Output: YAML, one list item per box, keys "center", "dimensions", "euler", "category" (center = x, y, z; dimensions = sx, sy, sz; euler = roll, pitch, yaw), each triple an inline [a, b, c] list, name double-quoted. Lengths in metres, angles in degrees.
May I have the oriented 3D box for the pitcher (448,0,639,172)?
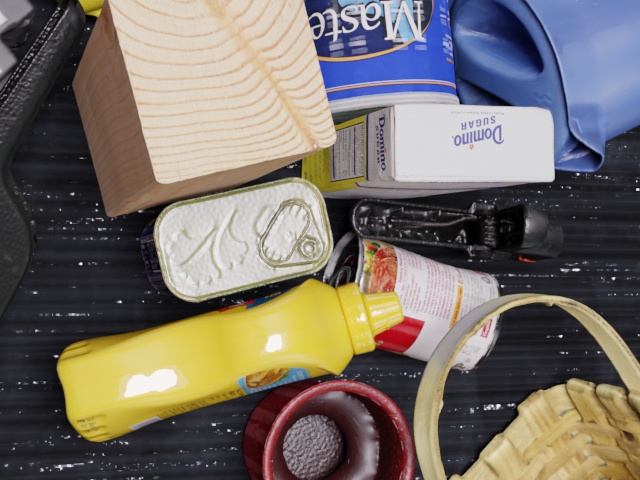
- center: [0.206, -0.151, 0.715]
  dimensions: [0.242, 0.145, 0.149]
  euler: [-22, 106, -20]
  category: "pitcher"

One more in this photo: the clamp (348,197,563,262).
- center: [0.111, -0.005, 0.663]
  dimensions: [0.171, 0.120, 0.039]
  euler: [4, 95, -51]
  category: "clamp"

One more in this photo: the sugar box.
- center: [0.056, -0.050, 0.629]
  dimensions: [0.093, 0.176, 0.048]
  euler: [-1, 88, -17]
  category: "sugar box"

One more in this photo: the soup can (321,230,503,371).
- center: [0.057, 0.040, 0.683]
  dimensions: [0.102, 0.069, 0.068]
  euler: [17, 83, -16]
  category: "soup can"

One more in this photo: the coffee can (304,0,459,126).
- center: [0.029, -0.145, 0.664]
  dimensions: [0.102, 0.103, 0.140]
  euler: [-5, 89, -17]
  category: "coffee can"

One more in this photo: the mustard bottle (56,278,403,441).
- center: [-0.046, 0.063, 0.611]
  dimensions: [0.191, 0.096, 0.058]
  euler: [-15, 78, -1]
  category: "mustard bottle"

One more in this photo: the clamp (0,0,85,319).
- center: [-0.214, -0.032, 0.574]
  dimensions: [0.164, 0.036, 0.210]
  euler: [0, 108, -21]
  category: "clamp"

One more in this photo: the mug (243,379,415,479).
- center: [-0.001, 0.141, 0.653]
  dimensions: [0.093, 0.082, 0.117]
  euler: [5, 86, -17]
  category: "mug"

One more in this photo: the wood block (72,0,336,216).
- center: [-0.073, -0.072, 0.576]
  dimensions: [0.090, 0.206, 0.091]
  euler: [-14, 91, -18]
  category: "wood block"

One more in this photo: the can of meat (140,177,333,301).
- center: [-0.054, 0.001, 0.642]
  dimensions: [0.102, 0.084, 0.057]
  euler: [-14, 91, -17]
  category: "can of meat"
